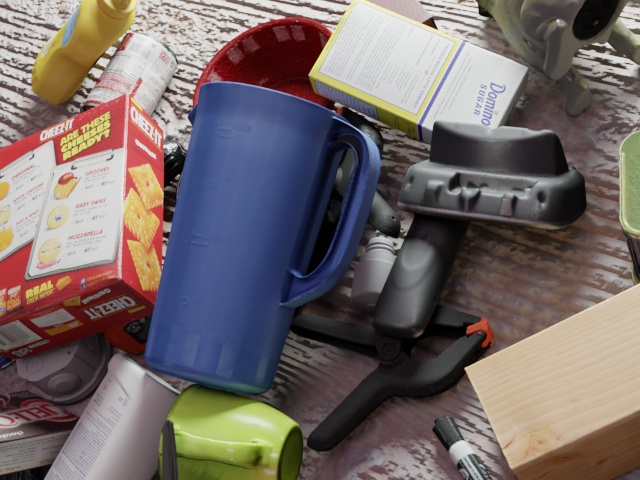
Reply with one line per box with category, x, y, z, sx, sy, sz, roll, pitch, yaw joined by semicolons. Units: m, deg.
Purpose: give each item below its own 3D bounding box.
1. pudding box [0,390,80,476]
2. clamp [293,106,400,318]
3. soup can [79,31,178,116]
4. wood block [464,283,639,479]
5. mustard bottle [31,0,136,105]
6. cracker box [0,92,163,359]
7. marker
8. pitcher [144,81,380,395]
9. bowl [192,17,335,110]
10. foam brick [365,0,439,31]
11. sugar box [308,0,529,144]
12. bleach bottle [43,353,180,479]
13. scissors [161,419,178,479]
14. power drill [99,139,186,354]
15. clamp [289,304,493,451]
pudding box;-0.273;0.168;0.937;0.090;0.113;0.039;17;102;33
clamp;0.024;-0.044;0.942;0.165;0.036;0.210;-33;36;46
soup can;-0.204;-0.165;1.145;0.069;0.068;0.102;11;65;31
wood block;0.222;0.098;0.752;0.206;0.090;0.091;-28;51;8
mustard bottle;-0.249;-0.227;1.155;0.192;0.058;0.096;-32;33;49
cracker box;-0.228;-0.012;0.985;0.164;0.072;0.213;-20;51;19
marker;0.118;0.179;0.795;0.020;0.020;0.121;-35;51;2
pitcher;-0.056;0.001;0.878;0.149;0.144;0.243;176;109;-72
bowl;-0.044;-0.142;1.059;0.162;0.055;0.162;-13;55;19
foam brick;0.078;-0.208;1.044;0.051;0.053;0.078;-34;50;3
sugar box;0.089;-0.144;0.964;0.176;0.048;0.093;27;80;12
bleach bottle;-0.206;0.222;0.895;0.251;0.068;0.103;-57;29;-9
scissors;-0.124;0.231;0.810;0.096;0.016;0.202;-6;96;44
power drill;-0.177;0.004;1.031;0.184;0.057;0.188;-41;48;2
clamp;0.055;0.105;0.862;0.172;0.039;0.120;-11;65;18
